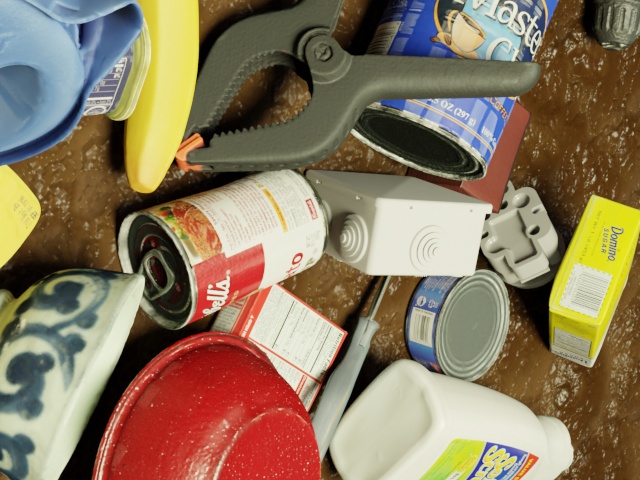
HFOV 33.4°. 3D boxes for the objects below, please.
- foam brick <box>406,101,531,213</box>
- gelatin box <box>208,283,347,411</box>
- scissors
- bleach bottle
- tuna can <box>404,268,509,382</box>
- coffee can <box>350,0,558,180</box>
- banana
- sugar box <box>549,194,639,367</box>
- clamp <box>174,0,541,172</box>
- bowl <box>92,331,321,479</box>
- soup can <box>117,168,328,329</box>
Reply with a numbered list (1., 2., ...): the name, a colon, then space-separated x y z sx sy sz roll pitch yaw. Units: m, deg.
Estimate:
1. foam brick: 0.105 -0.066 0.755 0.051 0.053 0.078 24 82 -45
2. gelatin box: -0.032 0.070 0.673 0.089 0.030 0.073 38 72 -43
3. scissors: 0.025 0.067 0.707 0.096 0.016 0.202 66 46 -82
4. bleach bottle: 0.122 0.151 0.804 0.250 0.068 0.103 15 123 -46
5. tuna can: 0.102 0.060 0.797 0.085 0.034 0.086 -13 109 -42
6. coffee can: 0.085 -0.123 0.685 0.102 0.103 0.140 33 77 -43
7. banana: -0.092 -0.127 0.556 0.069 0.037 0.198 -31 122 -47
8. sugar box: 0.215 0.038 0.841 0.093 0.048 0.176 -66 160 -10
9. clamp: 0.011 -0.098 0.610 0.210 0.036 0.164 -42 83 -8
10. bowl: -0.049 0.134 0.594 0.161 0.055 0.162 -9 102 -50
11. soup can: -0.054 0.001 0.607 0.102 0.069 0.068 -24 116 -38
